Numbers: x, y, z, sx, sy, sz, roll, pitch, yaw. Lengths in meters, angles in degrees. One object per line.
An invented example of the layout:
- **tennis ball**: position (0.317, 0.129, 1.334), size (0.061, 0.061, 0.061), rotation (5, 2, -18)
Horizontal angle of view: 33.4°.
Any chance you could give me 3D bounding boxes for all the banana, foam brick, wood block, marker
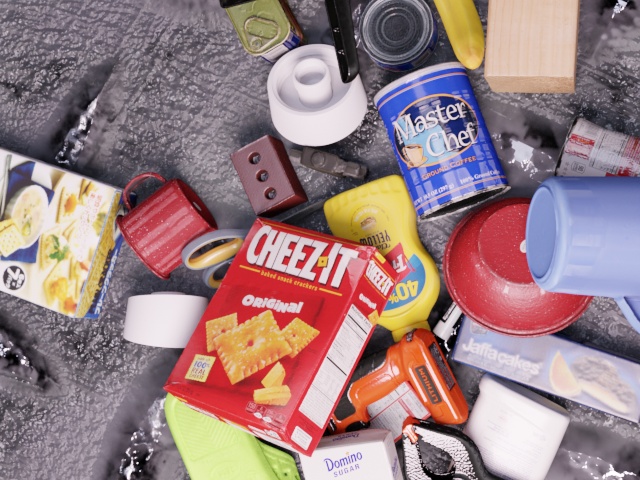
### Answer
- **banana**: position (0.137, -0.256, 1.136), size (0.037, 0.069, 0.198), rotation (-32, 65, 28)
- **foam brick**: position (-0.058, -0.070, 1.196), size (0.053, 0.051, 0.078), rotation (-27, 81, 13)
- **wood block**: position (0.224, -0.263, 1.108), size (0.090, 0.090, 0.206), rotation (3, 89, 15)
- **marker**: position (0.162, 0.053, 1.147), size (0.020, 0.020, 0.121), rotation (35, 96, 14)

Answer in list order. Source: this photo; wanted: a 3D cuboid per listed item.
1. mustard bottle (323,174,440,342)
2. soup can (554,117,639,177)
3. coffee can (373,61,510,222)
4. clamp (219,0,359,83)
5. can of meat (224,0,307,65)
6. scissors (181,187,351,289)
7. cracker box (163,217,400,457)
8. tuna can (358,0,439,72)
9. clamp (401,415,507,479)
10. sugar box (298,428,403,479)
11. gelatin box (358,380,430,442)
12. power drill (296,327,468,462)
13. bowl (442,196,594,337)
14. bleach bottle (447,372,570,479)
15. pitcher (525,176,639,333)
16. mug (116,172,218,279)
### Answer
- **mustard bottle**: position (0.076, 0.033, 1.152), size (0.096, 0.058, 0.191), rotation (-20, 83, 17)
- **soup can**: position (0.299, -0.080, 1.090), size (0.102, 0.068, 0.068), rotation (22, 93, 16)
- **coffee can**: position (0.127, -0.102, 1.121), size (0.103, 0.102, 0.140), rotation (-21, 82, 13)
- **clamp**: position (-0.006, -0.285, 1.147), size (0.164, 0.036, 0.210), rotation (25, 64, -10)
- **can of meat**: position (-0.062, -0.249, 1.189), size (0.057, 0.084, 0.102), rotation (-28, 81, 12)
- **scissors**: position (-0.058, 0.001, 1.203), size (0.201, 0.096, 0.016), rotation (-17, 50, -14)
- **cracker box**: position (-0.040, 0.093, 1.097), size (0.164, 0.072, 0.213), rotation (15, 69, 36)
- **tuna can**: position (0.086, -0.231, 1.173), size (0.086, 0.033, 0.086), rotation (-1, 87, 15)
- **clamp**: position (0.133, 0.253, 1.065), size (0.171, 0.039, 0.120), rotation (42, 94, -1)
- **sugar box**: position (0.045, 0.283, 1.088), size (0.093, 0.048, 0.176), rotation (-10, 97, 18)
- **gelatin box**: position (0.070, 0.182, 1.160), size (0.089, 0.030, 0.073), rotation (-41, 78, 14)
- **power drill**: position (0.055, 0.186, 1.116), size (0.188, 0.057, 0.184), rotation (-25, 91, 17)
- **bowl**: position (0.206, 0.015, 1.087), size (0.162, 0.055, 0.162), rotation (-3, 64, 5)
- **bleach bottle**: position (0.164, 0.272, 1.115), size (0.103, 0.068, 0.251), rotation (26, 97, 14)
- **pitcher**: position (0.324, 0.010, 1.004), size (0.242, 0.149, 0.145), rotation (3, 127, -7)
- **mug**: position (-0.177, -0.026, 1.209), size (0.081, 0.093, 0.117), rotation (-38, 77, 6)
